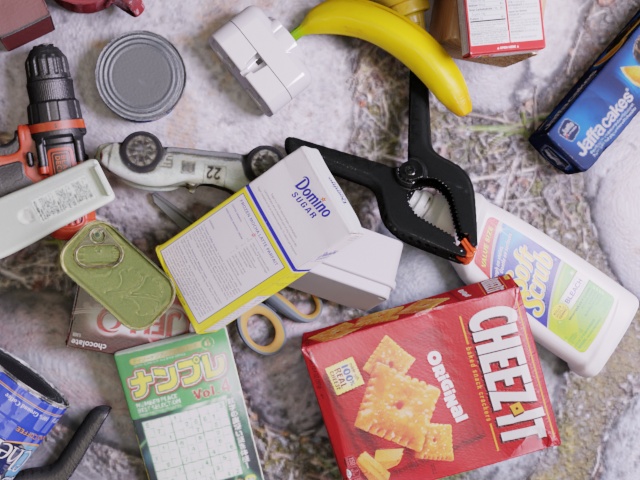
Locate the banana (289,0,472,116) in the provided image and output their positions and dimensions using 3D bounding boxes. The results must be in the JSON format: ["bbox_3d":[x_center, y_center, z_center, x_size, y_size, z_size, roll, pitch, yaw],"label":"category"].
[{"bbox_3d":[0.065,-0.188,1.033,0.198,0.037,0.070,25,122,9],"label":"banana"}]

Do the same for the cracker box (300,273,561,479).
[{"bbox_3d":[0.105,0.142,1.027,0.214,0.072,0.164,-16,99,5],"label":"cracker box"}]

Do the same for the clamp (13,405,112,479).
[{"bbox_3d":[-0.248,0.233,1.013,0.171,0.039,0.120,-18,82,-7],"label":"clamp"}]

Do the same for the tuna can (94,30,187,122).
[{"bbox_3d":[-0.171,-0.156,1.019,0.086,0.034,0.086,0,91,-10],"label":"tuna can"}]

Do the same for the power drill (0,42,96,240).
[{"bbox_3d":[-0.309,-0.081,0.985,0.187,0.057,0.184,-9,93,-9],"label":"power drill"}]

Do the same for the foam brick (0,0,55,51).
[{"bbox_3d":[-0.279,-0.212,0.978,0.051,0.078,0.053,-28,98,-9],"label":"foam brick"}]

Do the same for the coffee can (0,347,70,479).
[{"bbox_3d":[-0.311,0.176,0.967,0.102,0.103,0.140,38,85,-8],"label":"coffee can"}]

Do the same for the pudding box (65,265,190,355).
[{"bbox_3d":[-0.179,0.065,1.020,0.113,0.039,0.090,11,89,-10],"label":"pudding box"}]

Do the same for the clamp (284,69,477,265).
[{"bbox_3d":[0.074,-0.060,1.030,0.164,0.036,0.210,-27,72,-7],"label":"clamp"}]

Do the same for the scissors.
[{"bbox_3d":[-0.094,0.040,1.044,0.201,0.016,0.096,27,82,-10],"label":"scissors"}]

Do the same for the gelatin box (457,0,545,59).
[{"bbox_3d":[0.165,-0.216,0.985,0.073,0.030,0.089,-7,92,-7],"label":"gelatin box"}]

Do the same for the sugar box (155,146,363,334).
[{"bbox_3d":[-0.056,0.001,0.961,0.176,0.048,0.093,-32,78,16],"label":"sugar box"}]

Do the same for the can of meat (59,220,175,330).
[{"bbox_3d":[-0.182,0.030,0.955,0.102,0.084,0.057,43,82,-9],"label":"can of meat"}]

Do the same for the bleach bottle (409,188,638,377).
[{"bbox_3d":[0.189,0.031,1.071,0.250,0.068,0.102,32,90,-6],"label":"bleach bottle"}]
